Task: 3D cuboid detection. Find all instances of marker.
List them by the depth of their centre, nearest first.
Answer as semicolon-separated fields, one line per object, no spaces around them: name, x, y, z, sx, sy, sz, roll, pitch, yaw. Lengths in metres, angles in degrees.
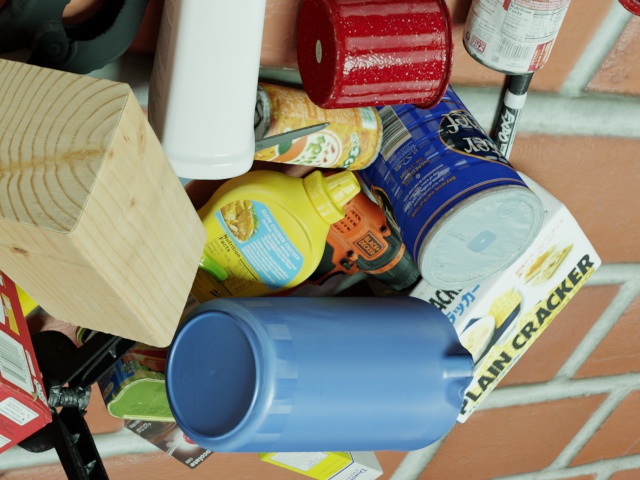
marker;0.159;-0.103;0.903;0.020;0.020;0.121;-15;141;-19

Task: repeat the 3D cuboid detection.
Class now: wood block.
wood block;-0.142;-0.013;0.647;0.091;0.090;0.206;13;161;11

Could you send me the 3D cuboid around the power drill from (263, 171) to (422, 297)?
power drill;-0.011;0.037;0.924;0.188;0.057;0.184;-38;142;7

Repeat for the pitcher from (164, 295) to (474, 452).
pitcher;-0.009;0.106;0.837;0.242;0.145;0.149;9;122;-51

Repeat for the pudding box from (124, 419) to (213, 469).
pudding box;-0.111;0.148;0.979;0.114;0.039;0.090;-40;122;15

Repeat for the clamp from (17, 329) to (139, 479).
clamp;-0.190;0.110;0.807;0.036;0.210;0.164;15;90;-42

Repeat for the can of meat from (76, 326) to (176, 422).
can of meat;-0.141;0.102;0.887;0.101;0.084;0.058;12;127;-41

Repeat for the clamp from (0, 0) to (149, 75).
clamp;-0.166;-0.113;0.647;0.171;0.039;0.120;-31;143;-6

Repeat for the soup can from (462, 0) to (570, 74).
soup can;0.147;-0.178;0.765;0.068;0.068;0.102;-11;140;-23

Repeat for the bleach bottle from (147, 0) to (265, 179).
bleach bottle;-0.059;-0.160;0.621;0.068;0.102;0.251;0;136;-15

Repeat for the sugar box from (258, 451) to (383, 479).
sugar box;-0.012;0.190;1.068;0.048;0.093;0.176;-37;142;13

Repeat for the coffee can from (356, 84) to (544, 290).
coffee can;0.091;-0.047;0.821;0.102;0.140;0.103;-18;142;-15

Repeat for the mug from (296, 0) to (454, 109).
mug;0.030;-0.130;0.739;0.081;0.093;0.117;-7;172;-20

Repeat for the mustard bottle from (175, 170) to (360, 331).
mustard bottle;-0.055;0.001;0.815;0.192;0.058;0.096;-29;112;14
